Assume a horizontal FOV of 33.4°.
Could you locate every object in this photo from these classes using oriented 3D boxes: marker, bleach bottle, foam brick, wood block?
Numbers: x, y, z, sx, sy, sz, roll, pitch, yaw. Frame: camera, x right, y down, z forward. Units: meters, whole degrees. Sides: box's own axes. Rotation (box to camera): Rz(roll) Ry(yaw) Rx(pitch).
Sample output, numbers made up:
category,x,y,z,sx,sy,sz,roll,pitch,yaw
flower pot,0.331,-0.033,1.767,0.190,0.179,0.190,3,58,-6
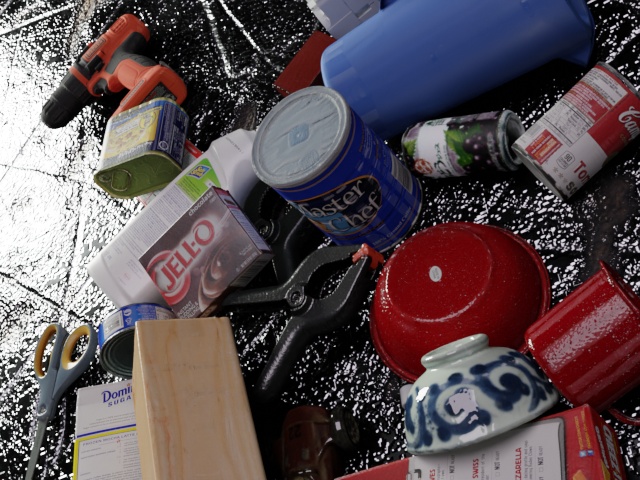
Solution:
category,x,y,z,sx,sy,sz,roll,pitch,yaw
marker,0.071,0.090,0.931,0.020,0.020,0.121,-25,50,22
bleach bottle,-0.127,-0.026,1.127,0.251,0.068,0.103,-45,57,-2
foam brick,-0.001,-0.174,1.132,0.078,0.053,0.051,-52,45,-3
wood block,-0.108,0.169,0.920,0.090,0.091,0.206,-2,38,-14

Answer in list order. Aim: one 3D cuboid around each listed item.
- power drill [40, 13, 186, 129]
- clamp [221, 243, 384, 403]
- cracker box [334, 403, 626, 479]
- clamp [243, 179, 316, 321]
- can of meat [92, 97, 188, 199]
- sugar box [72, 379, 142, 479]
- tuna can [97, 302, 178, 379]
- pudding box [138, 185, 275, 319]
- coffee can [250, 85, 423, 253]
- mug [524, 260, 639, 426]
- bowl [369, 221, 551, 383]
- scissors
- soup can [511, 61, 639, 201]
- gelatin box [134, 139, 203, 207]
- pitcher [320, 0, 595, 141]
category,x,y,z,sx,sy,sz,roll,pitch,yaw
power drill,-0.260,-0.186,1.334,0.184,0.057,0.188,-49,45,1
clamp,-0.014,0.068,0.961,0.172,0.039,0.120,-32,60,26
cracker box,0.120,0.230,0.768,0.214,0.072,0.164,-23,50,25
clamp,-0.057,0.001,1.073,0.165,0.036,0.210,-2,65,36
can of meat,-0.198,-0.103,1.189,0.102,0.057,0.084,-17,52,27
sugar box,-0.179,0.205,0.987,0.093,0.048,0.176,-10,37,0
tuna can,-0.179,0.101,1.068,0.086,0.086,0.034,-32,46,17
pudding box,-0.111,0.017,1.040,0.113,0.039,0.090,-43,70,13
coffee can,0.017,-0.061,0.984,0.103,0.140,0.103,-19,52,27
mug,0.214,0.084,0.789,0.081,0.093,0.117,-41,82,15
bowl,0.107,0.041,0.895,0.162,0.055,0.162,-14,53,19
scissors,-0.280,0.171,1.147,0.096,0.016,0.202,-25,50,22
soup can,0.221,-0.091,0.901,0.102,0.068,0.069,-44,45,7
gelatin box,-0.162,-0.065,1.201,0.089,0.030,0.073,-50,46,1
pitcher,0.119,-0.199,1.000,0.243,0.144,0.149,-27,52,24
